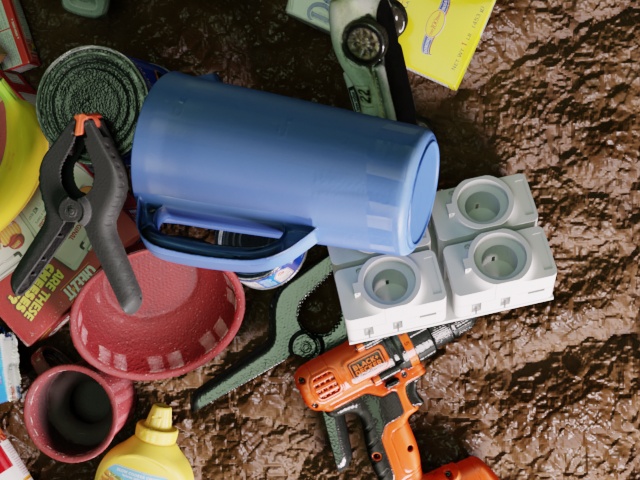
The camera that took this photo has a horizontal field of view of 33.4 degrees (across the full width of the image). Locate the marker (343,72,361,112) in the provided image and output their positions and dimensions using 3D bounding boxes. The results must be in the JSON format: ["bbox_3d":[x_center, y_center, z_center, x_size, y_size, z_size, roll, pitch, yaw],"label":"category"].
[{"bbox_3d":[0.047,-0.103,1.008,0.020,0.020,0.121,-16,91,9],"label":"marker"}]

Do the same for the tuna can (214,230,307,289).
[{"bbox_3d":[-0.057,0.001,1.006,0.086,0.033,0.086,-7,71,22],"label":"tuna can"}]

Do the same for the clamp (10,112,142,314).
[{"bbox_3d":[-0.212,-0.021,0.906,0.120,0.039,0.171,-1,95,9],"label":"clamp"}]

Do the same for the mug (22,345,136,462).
[{"bbox_3d":[-0.235,0.150,1.032,0.093,0.081,0.117,-43,87,8],"label":"mug"}]

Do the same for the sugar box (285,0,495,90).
[{"bbox_3d":[0.064,-0.217,0.986,0.176,0.048,0.093,24,97,5],"label":"sugar box"}]

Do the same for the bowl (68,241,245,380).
[{"bbox_3d":[-0.154,0.054,0.993,0.162,0.055,0.162,-10,130,-12],"label":"bowl"}]

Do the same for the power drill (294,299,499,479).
[{"bbox_3d":[0.093,0.158,0.986,0.184,0.057,0.187,-27,93,-2],"label":"power drill"}]

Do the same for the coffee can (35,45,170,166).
[{"bbox_3d":[-0.185,-0.120,0.981,0.103,0.140,0.103,0,93,8],"label":"coffee can"}]

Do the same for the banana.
[{"bbox_3d":[-0.294,-0.054,0.967,0.069,0.037,0.198,30,116,-6],"label":"banana"}]

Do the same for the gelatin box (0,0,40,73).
[{"bbox_3d":[-0.331,-0.194,1.054,0.089,0.030,0.073,-18,91,11],"label":"gelatin box"}]

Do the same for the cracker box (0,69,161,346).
[{"bbox_3d":[-0.287,-0.033,1.036,0.164,0.072,0.214,-43,88,10],"label":"cracker box"}]

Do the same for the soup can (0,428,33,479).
[{"bbox_3d":[-0.327,0.237,1.058,0.068,0.068,0.102,-33,89,9],"label":"soup can"}]

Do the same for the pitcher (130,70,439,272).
[{"bbox_3d":[-0.032,-0.052,0.901,0.243,0.144,0.149,12,104,17],"label":"pitcher"}]

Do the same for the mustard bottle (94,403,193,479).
[{"bbox_3d":[-0.175,0.252,1.041,0.096,0.058,0.192,14,95,9],"label":"mustard bottle"}]

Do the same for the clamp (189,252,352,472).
[{"bbox_3d":[-0.006,0.108,1.018,0.164,0.036,0.210,29,93,-3],"label":"clamp"}]
